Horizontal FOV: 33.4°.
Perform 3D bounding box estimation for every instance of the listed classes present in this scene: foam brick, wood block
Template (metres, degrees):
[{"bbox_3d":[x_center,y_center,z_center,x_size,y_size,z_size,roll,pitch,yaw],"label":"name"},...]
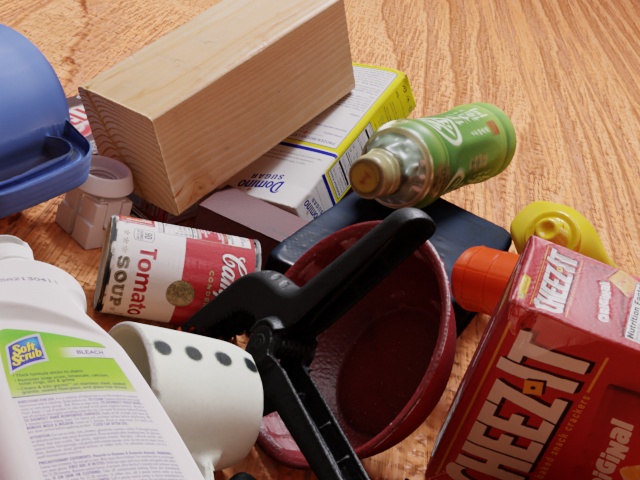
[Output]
[{"bbox_3d":[-0.055,0.001,0.819,0.078,0.051,0.052,25,27,14],"label":"foam brick"},{"bbox_3d":[-0.076,-0.122,0.848,0.090,0.091,0.205,26,52,36],"label":"wood block"}]

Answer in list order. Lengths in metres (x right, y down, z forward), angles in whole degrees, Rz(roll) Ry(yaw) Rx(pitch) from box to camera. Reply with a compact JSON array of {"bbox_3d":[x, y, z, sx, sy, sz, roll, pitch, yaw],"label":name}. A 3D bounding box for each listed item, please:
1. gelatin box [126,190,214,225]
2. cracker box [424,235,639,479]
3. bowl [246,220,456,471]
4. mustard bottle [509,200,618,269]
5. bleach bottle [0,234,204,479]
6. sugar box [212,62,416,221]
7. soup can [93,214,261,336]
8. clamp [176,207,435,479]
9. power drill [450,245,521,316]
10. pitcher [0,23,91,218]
[{"bbox_3d":[-0.129,-0.047,0.891,0.073,0.030,0.089,30,28,22],"label":"gelatin box"},{"bbox_3d":[0.187,0.114,0.615,0.214,0.164,0.072,23,40,8],"label":"cracker box"},{"bbox_3d":[0.027,0.071,0.654,0.055,0.162,0.162,34,12,-38],"label":"bowl"},{"bbox_3d":[0.197,0.014,0.855,0.096,0.058,0.191,49,8,24],"label":"mustard bottle"},{"bbox_3d":[-0.107,0.090,0.476,0.102,0.068,0.251,6,37,-37],"label":"bleach bottle"},{"bbox_3d":[-0.003,-0.080,0.904,0.093,0.048,0.176,16,57,36],"label":"sugar box"},{"bbox_3d":[-0.098,0.024,0.727,0.102,0.068,0.068,11,27,-15],"label":"soup can"},{"bbox_3d":[-0.017,0.054,0.630,0.036,0.164,0.210,23,-9,-37],"label":"clamp"},{"bbox_3d":[0.202,0.065,0.732,0.185,0.057,0.187,18,-11,40],"label":"power drill"},{"bbox_3d":[-0.278,-0.054,0.699,0.145,0.149,0.242,62,32,-8],"label":"pitcher"}]
